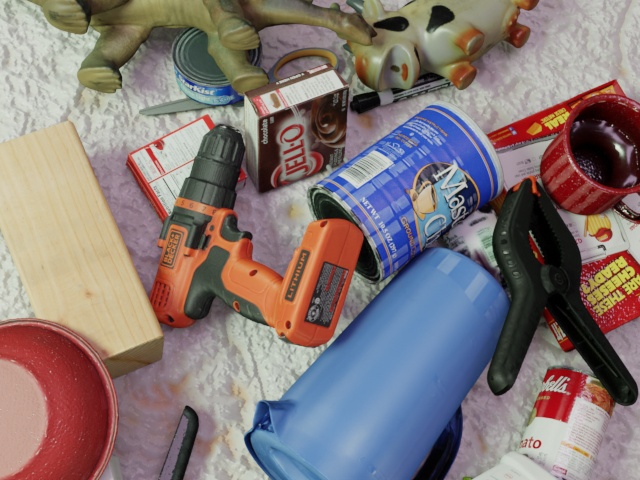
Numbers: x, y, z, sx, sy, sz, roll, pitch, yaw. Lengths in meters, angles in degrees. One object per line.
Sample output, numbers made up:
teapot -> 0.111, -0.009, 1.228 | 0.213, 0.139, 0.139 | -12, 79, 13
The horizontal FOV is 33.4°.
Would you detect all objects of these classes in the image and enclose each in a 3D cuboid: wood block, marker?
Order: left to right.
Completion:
wood block -> -0.214, 0.016, 0.913 | 0.090, 0.091, 0.206 | -22, 76, -16
marker -> 0.085, -0.150, 1.058 | 0.121, 0.020, 0.020 | -19, 76, -15

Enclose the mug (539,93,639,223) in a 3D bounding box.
mug -> 0.253, -0.063, 0.945 | 0.093, 0.081, 0.117 | -40, 83, -18

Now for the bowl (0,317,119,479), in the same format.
bowl -> -0.238, 0.136, 0.808 | 0.162, 0.055, 0.162 | -2, 79, 9

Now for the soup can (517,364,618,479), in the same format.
soup can -> 0.217, 0.171, 0.946 | 0.068, 0.068, 0.102 | 25, 70, -1

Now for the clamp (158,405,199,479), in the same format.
clamp -> -0.137, 0.221, 0.883 | 0.120, 0.039, 0.171 | -22, 77, -6

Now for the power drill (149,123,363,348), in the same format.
power drill -> -0.056, 0.001, 0.897 | 0.188, 0.057, 0.184 | 16, 90, 40

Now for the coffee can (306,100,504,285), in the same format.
coffee can -> 0.074, -0.042, 0.928 | 0.140, 0.103, 0.103 | -35, 81, -16

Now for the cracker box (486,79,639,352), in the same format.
cracker box -> 0.256, -0.025, 1.017 | 0.164, 0.072, 0.214 | -24, 78, -15

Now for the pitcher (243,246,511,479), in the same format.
pitcher -> 0.064, 0.130, 0.911 | 0.145, 0.149, 0.242 | 34, 65, 19

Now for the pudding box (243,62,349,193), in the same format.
pudding box -> -0.023, -0.101, 0.973 | 0.090, 0.113, 0.039 | -23, 58, -16

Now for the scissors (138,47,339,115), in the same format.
scissors -> -0.063, -0.126, 1.025 | 0.201, 0.016, 0.096 | -26, 73, -17

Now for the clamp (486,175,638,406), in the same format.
clamp -> 0.200, 0.046, 0.917 | 0.164, 0.036, 0.210 | 17, 57, -31

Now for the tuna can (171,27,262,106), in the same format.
tuna can -> -0.097, -0.170, 1.015 | 0.086, 0.034, 0.086 | 0, 58, -1

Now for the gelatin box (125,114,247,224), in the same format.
gelatin box -> -0.124, -0.064, 0.988 | 0.089, 0.030, 0.073 | -30, 80, -17
